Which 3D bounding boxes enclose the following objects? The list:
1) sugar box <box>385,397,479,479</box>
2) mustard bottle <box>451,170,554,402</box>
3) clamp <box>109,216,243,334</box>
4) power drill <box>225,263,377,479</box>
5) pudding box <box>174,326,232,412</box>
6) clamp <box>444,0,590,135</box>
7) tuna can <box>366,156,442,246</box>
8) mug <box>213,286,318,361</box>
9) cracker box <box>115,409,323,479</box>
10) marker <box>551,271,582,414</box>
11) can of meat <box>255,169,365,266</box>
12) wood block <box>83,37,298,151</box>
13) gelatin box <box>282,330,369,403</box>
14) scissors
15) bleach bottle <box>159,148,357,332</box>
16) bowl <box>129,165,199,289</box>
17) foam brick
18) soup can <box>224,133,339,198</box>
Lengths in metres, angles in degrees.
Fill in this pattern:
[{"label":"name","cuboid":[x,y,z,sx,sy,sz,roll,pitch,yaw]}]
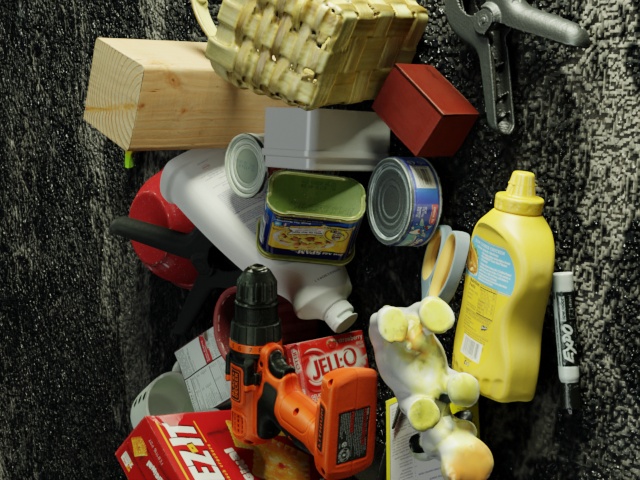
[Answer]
[{"label":"sugar box","cuboid":[0.104,0.222,0.976,0.094,0.048,0.176,-32,50,46]},{"label":"mustard bottle","cuboid":[0.161,0.035,0.921,0.096,0.058,0.192,-143,57,-66]},{"label":"clamp","cuboid":[-0.129,0.031,1.231,0.210,0.036,0.164,-9,117,29]},{"label":"power drill","cuboid":[-0.023,0.128,1.003,0.188,0.057,0.184,22,116,52]},{"label":"pudding box","cuboid":[-0.121,0.152,1.267,0.114,0.039,0.090,-36,71,47]},{"label":"clamp","cuboid":[0.150,-0.178,0.924,0.120,0.039,0.171,-55,50,31]},{"label":"tuna can","cuboid":[0.078,-0.037,1.010,0.086,0.033,0.086,0,91,62]},{"label":"mug","cuboid":[-0.053,0.103,1.153,0.093,0.081,0.117,-25,76,47]},{"label":"cracker box","cuboid":[-0.080,0.254,1.102,0.072,0.213,0.164,-53,55,23]},{"label":"marker","cuboid":[0.209,0.088,0.906,0.020,0.020,0.121,-3,93,48]},{"label":"can of meat","cuboid":[-0.009,-0.022,1.054,0.084,0.102,0.057,105,169,-58]},{"label":"wood block","cuboid":[-0.128,-0.152,1.111,0.091,0.205,0.090,35,120,39]},{"label":"gelatin box","cuboid":[0.009,0.134,1.081,0.030,0.089,0.073,-17,82,50]},{"label":"scissors","cuboid":[0.095,0.071,0.999,0.096,0.016,0.202,-96,22,-60]},{"label":"bleach bottle","cuboid":[-0.057,0.001,1.118,0.251,0.102,0.068,48,148,23]},{"label":"bowl","cuboid":[-0.188,-0.017,1.307,0.162,0.055,0.162,9,102,47]},{"label":"foam brick","cuboid":[0.096,-0.119,0.981,0.078,0.052,0.051,52,129,31]},{"label":"soup can","cuboid":[-0.039,-0.079,1.098,0.069,0.102,0.068,8,101,47]}]
